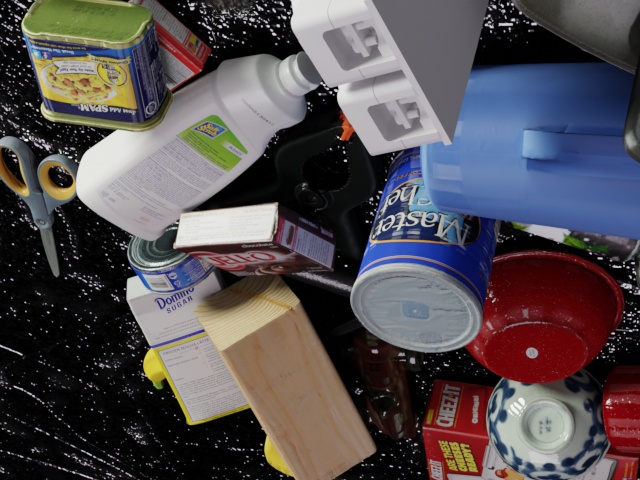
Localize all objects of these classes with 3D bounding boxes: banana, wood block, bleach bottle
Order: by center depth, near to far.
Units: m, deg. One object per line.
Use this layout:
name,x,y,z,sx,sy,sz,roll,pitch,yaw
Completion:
bleach bottle,-0.093,-0.084,0.893,0.251,0.068,0.102,-26,136,37
wood block,-0.032,0.139,1.059,0.090,0.091,0.206,-31,122,-8
banana,-0.133,0.131,1.191,0.198,0.037,0.069,-13,152,35

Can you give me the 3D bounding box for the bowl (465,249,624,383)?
bowl,0.192,0.081,0.959,0.162,0.055,0.162,5,138,4

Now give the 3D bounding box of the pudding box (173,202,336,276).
pudding box,-0.056,0.001,0.926,0.114,0.039,0.089,-7,160,36

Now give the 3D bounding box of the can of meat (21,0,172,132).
can of meat,-0.171,-0.136,0.816,0.102,0.057,0.084,9,139,11

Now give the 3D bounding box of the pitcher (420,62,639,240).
pitcher,0.195,-0.064,0.739,0.243,0.145,0.149,6,143,21

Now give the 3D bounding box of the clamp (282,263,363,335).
clamp,0.055,0.056,0.978,0.172,0.039,0.120,7,153,25

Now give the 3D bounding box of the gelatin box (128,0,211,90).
gelatin box,-0.144,-0.151,0.860,0.089,0.030,0.073,-24,126,41

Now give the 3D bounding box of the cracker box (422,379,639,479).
cracker box,0.224,0.229,1.129,0.214,0.072,0.164,6,139,17

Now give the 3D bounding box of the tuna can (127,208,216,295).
tuna can,-0.137,0.008,1.002,0.086,0.086,0.033,-3,135,25

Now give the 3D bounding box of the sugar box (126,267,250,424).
sugar box,-0.123,0.103,1.094,0.093,0.048,0.176,-18,119,2

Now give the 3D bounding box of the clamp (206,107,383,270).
clamp,-0.013,-0.049,0.922,0.164,0.036,0.210,18,145,0

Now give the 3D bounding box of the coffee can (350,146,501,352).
coffee can,0.090,0.004,0.859,0.103,0.140,0.103,11,141,9

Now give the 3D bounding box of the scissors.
scissors,-0.263,-0.026,1.069,0.096,0.016,0.201,4,139,19
